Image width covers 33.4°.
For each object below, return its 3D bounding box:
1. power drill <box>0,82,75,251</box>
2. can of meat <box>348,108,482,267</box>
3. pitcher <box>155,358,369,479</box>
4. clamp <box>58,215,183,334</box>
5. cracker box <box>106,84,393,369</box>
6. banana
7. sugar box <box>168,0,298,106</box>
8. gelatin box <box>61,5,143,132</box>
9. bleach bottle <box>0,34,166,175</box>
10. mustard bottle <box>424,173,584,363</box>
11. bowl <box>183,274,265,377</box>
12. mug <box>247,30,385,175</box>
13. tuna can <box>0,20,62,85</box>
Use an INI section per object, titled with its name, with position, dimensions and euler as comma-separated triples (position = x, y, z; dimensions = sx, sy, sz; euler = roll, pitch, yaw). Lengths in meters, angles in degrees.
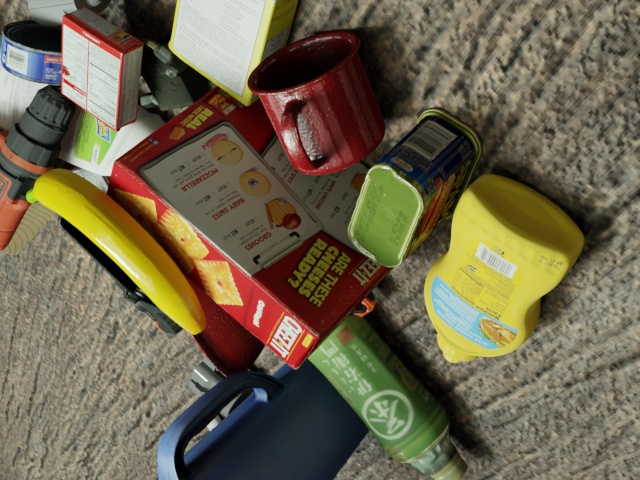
[power drill]
position = -0.339, -0.108, 1.038
dimensions = 0.188, 0.057, 0.184
euler = 37, 105, 15
[can of meat]
position = 0.071, -0.038, 0.826
dimensions = 0.057, 0.083, 0.102
euler = 35, 141, 15
[pitcher]
position = -0.051, 0.202, 1.025
dimensions = 0.145, 0.242, 0.149
euler = 38, 142, 11
[clamp]
position = -0.180, 0.057, 1.122
dimensions = 0.165, 0.036, 0.210
euler = 36, 166, 27
[cracker box]
position = -0.044, -0.023, 0.884
dimensions = 0.214, 0.164, 0.072
euler = 41, 144, 8
[banana]
position = -0.165, -0.002, 0.859
dimensions = 0.198, 0.037, 0.070
euler = 39, 160, 14
[sugar box]
position = -0.063, -0.201, 0.842
dimensions = 0.093, 0.048, 0.176
euler = 37, 138, 13
[gelatin box]
position = -0.195, -0.152, 0.949
dimensions = 0.073, 0.030, 0.089
euler = 34, 137, 20
[bleach bottle]
position = -0.230, -0.111, 1.060
dimensions = 0.251, 0.068, 0.103
euler = 31, 126, 17
[mustard bottle]
position = 0.134, 0.040, 0.857
dimensions = 0.096, 0.058, 0.192
euler = 34, 140, 14
[bowl]
position = -0.094, 0.056, 1.050
dimensions = 0.055, 0.162, 0.162
euler = -29, 105, 8
[mug]
position = -0.002, -0.098, 0.822
dimensions = 0.093, 0.117, 0.081
euler = -11, 123, 23
[tuna can]
position = -0.258, -0.178, 1.008
dimensions = 0.086, 0.086, 0.034
euler = 27, 119, 24
